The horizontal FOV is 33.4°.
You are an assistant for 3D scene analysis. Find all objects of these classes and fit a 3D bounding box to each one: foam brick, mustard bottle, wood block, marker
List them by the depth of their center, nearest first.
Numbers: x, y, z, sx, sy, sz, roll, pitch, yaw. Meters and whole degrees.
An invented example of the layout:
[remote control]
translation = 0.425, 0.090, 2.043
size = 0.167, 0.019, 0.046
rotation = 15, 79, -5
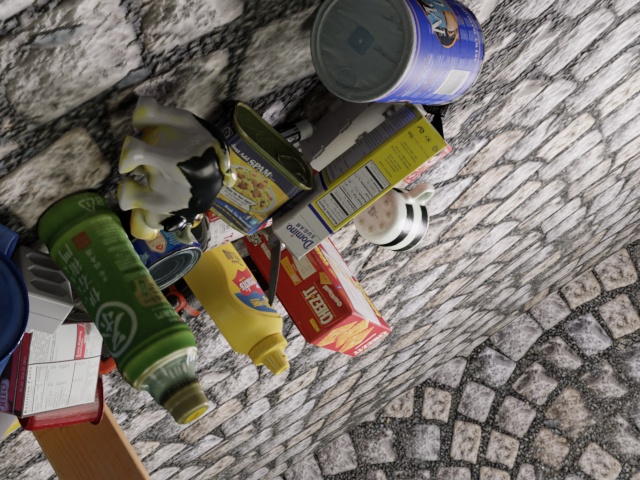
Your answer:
[marker]
translation = -0.061, -0.093, 1.062
size = 0.120, 0.020, 0.020
rotation = -25, 160, -29
[mustard bottle]
translation = -0.092, 0.058, 1.111
size = 0.058, 0.192, 0.096
rotation = -39, 163, 12
[wood block]
translation = -0.275, 0.269, 1.307
size = 0.090, 0.206, 0.090
rotation = -32, 162, -12
[foam brick]
translation = -0.104, 0.063, 1.340
size = 0.078, 0.053, 0.051
rotation = -27, 161, -27

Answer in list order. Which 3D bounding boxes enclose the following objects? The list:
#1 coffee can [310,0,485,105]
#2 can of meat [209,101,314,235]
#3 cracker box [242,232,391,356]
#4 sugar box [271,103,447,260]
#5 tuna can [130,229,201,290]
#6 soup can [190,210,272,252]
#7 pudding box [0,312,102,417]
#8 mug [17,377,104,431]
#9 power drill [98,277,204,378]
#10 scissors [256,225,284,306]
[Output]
[coffee can]
translation = 0.071, -0.173, 0.953
size = 0.103, 0.103, 0.140
rotation = -45, 161, 29
[can of meat]
translation = -0.070, -0.064, 0.994
size = 0.084, 0.102, 0.057
rotation = -39, -155, 22
[cracker box]
translation = -0.003, 0.055, 1.320
size = 0.072, 0.164, 0.213
rotation = -35, 163, 6
[sugar box]
translation = 0.033, -0.058, 1.018
size = 0.176, 0.048, 0.093
rotation = -40, -167, 8
[tuna can]
translation = -0.157, 0.019, 1.022
size = 0.086, 0.034, 0.086
rotation = -33, 165, -10
[soup can]
translation = -0.091, -0.035, 1.077
size = 0.102, 0.068, 0.069
rotation = -23, 159, -33
[pudding box]
translation = -0.262, 0.120, 1.041
size = 0.113, 0.039, 0.090
rotation = 2, 98, -62
[mug]
translation = -0.292, 0.154, 1.180
size = 0.081, 0.093, 0.117
rotation = -6, 112, -30
[power drill]
translation = -0.179, 0.078, 1.178
size = 0.184, 0.057, 0.187
rotation = -41, 174, 10
[scissors]
translation = -0.057, 0.001, 1.126
size = 0.096, 0.016, 0.201
rotation = -25, -143, 41
